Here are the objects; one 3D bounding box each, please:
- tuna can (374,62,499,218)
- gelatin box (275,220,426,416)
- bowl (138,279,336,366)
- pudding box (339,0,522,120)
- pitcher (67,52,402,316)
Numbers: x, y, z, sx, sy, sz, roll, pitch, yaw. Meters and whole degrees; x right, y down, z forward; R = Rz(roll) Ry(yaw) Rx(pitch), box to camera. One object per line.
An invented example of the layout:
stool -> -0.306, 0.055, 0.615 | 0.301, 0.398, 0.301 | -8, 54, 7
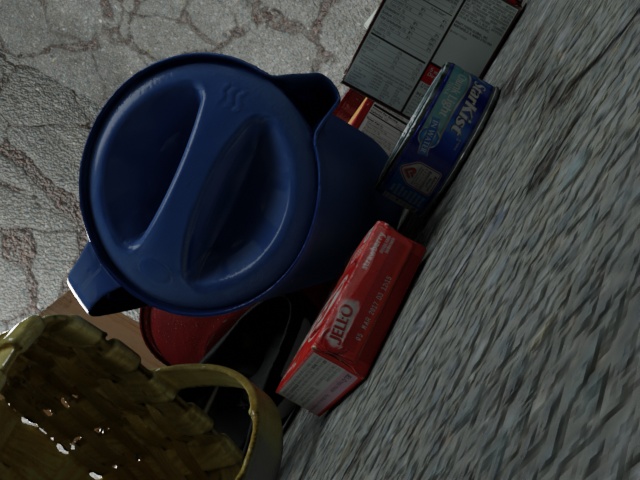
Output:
tuna can -> 0.065, -0.057, 0.607 | 0.086, 0.034, 0.086 | -60, 1, 1
gelatin box -> 0.013, 0.040, 0.520 | 0.073, 0.030, 0.089 | -61, 1, -25
bowl -> -0.052, 0.062, 0.803 | 0.162, 0.161, 0.055 | -60, 37, 27
pudding box -> 0.078, -0.143, 0.764 | 0.114, 0.090, 0.039 | -60, 1, 23
pitcher -> -0.037, -0.022, 0.644 | 0.242, 0.149, 0.145 | 1, -85, -72
